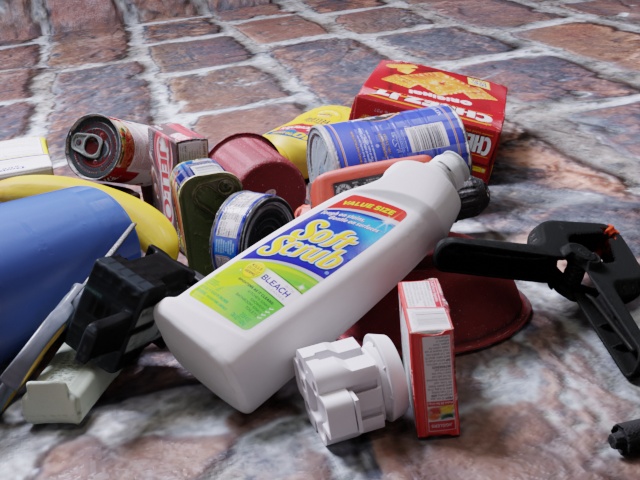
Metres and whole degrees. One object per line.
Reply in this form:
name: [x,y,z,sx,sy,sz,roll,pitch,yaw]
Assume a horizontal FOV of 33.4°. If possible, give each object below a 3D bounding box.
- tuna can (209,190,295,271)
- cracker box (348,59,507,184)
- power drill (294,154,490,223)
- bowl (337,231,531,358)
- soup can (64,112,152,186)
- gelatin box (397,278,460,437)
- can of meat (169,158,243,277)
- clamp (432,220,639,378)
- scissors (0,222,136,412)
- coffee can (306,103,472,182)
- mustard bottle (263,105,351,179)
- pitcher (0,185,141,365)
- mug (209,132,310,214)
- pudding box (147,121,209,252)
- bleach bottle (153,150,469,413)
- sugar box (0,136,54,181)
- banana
tuna can: [-0.056,0.001,0.919,0.034,0.086,0.086,9,25,33]
cracker box: [0.128,-0.145,1.233,0.164,0.072,0.213,14,22,6]
power drill: [0.064,-0.030,0.923,0.184,0.057,0.187,-13,-6,2]
bowl: [0.081,0.033,0.831,0.162,0.055,0.162,-6,19,2]
soup can: [-0.209,-0.093,1.114,0.069,0.068,0.102,2,0,23]
gelatin box: [0.070,0.074,0.691,0.030,0.073,0.089,-5,19,1]
can of meat: [-0.102,-0.020,0.972,0.057,0.102,0.084,-10,17,-12]
clamp: [0.196,0.030,0.794,0.165,0.036,0.209,35,28,25]
scissors: [-0.194,0.059,0.797,0.016,0.096,0.201,37,26,-7]
coffee can: [0.067,-0.076,1.070,0.140,0.103,0.103,-11,20,-14]
mustard bottle: [-0.021,-0.110,1.261,0.096,0.058,0.191,13,27,27]
pitcher: [-0.262,0.025,0.834,0.145,0.149,0.242,12,22,30]
mug: [-0.056,-0.050,1.084,0.117,0.093,0.082,25,8,-31]
pudding box: [-0.139,-0.055,1.062,0.039,0.113,0.090,-11,20,-23]
bleach bottle: [0.008,0.012,0.771,0.250,0.068,0.103,-39,45,-23]
sugar box: [-0.324,-0.067,1.105,0.093,0.048,0.176,-11,20,-13]
banana: [-0.206,-0.023,0.976,0.198,0.037,0.069,23,37,5]
